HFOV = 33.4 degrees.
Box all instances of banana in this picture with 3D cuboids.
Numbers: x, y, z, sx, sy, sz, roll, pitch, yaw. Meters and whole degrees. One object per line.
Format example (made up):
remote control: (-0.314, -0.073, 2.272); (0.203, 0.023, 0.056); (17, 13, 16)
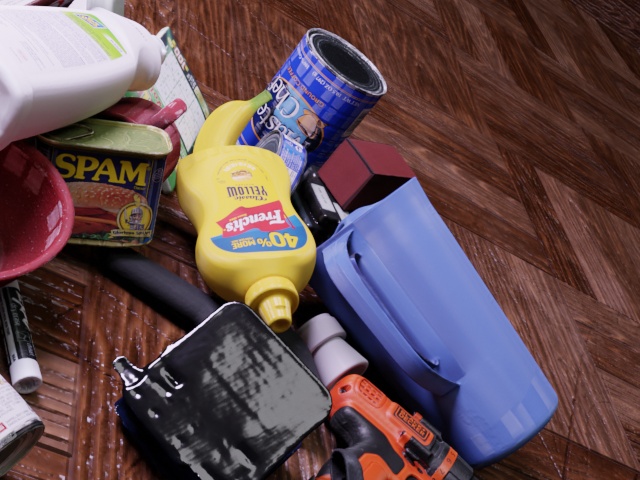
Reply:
banana: (-0.092, -0.077, 1.015); (0.037, 0.070, 0.197); (50, 32, -36)

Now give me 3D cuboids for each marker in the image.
marker: (-0.209, 0.051, 0.722); (0.020, 0.020, 0.121); (15, 36, -40)

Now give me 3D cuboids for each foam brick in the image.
foam brick: (0.048, -0.064, 1.064); (0.078, 0.053, 0.051); (4, 44, -51)

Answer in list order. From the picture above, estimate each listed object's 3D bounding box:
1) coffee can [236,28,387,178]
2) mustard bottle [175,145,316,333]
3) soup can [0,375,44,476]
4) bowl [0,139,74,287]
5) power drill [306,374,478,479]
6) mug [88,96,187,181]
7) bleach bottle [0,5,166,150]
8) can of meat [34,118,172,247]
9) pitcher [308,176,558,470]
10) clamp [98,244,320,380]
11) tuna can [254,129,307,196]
coffee can: (-0.013, -0.136, 1.123); (0.102, 0.140, 0.103); (30, 29, -19)
mustard bottle: (-0.056, 0.001, 0.865); (0.096, 0.058, 0.192); (-2, 43, -19)
soup can: (-0.214, 0.090, 0.602); (0.102, 0.069, 0.068); (45, 27, 8)
bowl: (-0.249, -0.015, 0.708); (0.162, 0.055, 0.162); (18, 39, -15)
power drill: (0.057, 0.199, 0.802); (0.184, 0.057, 0.187); (39, 24, 5)
mug: (-0.156, -0.079, 0.885); (0.093, 0.117, 0.081); (48, 21, -9)
bleach bottle: (-0.187, -0.130, 0.800); (0.102, 0.068, 0.250); (47, 25, 7)
can of meat: (-0.171, -0.044, 0.813); (0.102, 0.084, 0.057); (6, 26, -19)
pitcher: (0.093, 0.078, 0.924); (0.149, 0.145, 0.243); (-36, 89, -27)
clamp: (-0.075, 0.066, 0.851); (0.164, 0.036, 0.210); (2, 42, -49)
tuna can: (-0.050, -0.062, 1.024); (0.033, 0.086, 0.086); (31, 28, -21)
